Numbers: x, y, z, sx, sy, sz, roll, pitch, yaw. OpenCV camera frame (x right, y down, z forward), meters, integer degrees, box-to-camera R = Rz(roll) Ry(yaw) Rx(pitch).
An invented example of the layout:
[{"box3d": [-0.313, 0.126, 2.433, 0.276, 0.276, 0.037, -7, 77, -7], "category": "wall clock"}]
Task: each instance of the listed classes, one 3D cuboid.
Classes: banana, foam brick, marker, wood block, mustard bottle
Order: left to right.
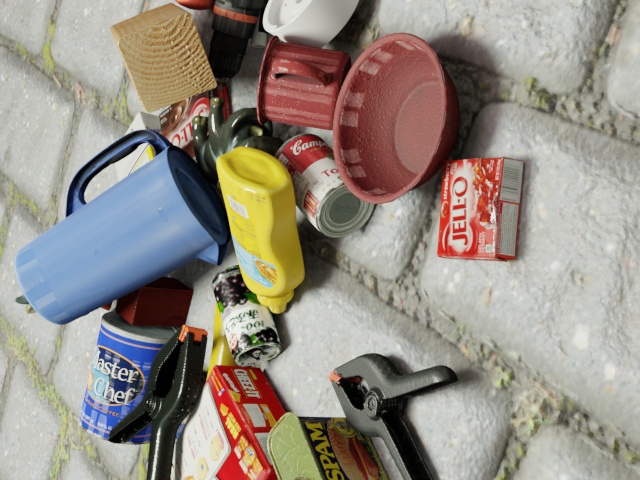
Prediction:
[{"box3d": [-0.210, 0.076, 1.340, 0.051, 0.078, 0.053, 27, 105, 50], "category": "foam brick"}, {"box3d": [-0.193, -0.224, 1.283, 0.206, 0.090, 0.091, -131, 19, -69], "category": "wood block"}, {"box3d": [-0.117, 0.142, 1.238, 0.070, 0.037, 0.198, 20, 100, 52], "category": "banana"}, {"box3d": [-0.067, -0.290, 1.267, 0.020, 0.020, 0.121, 4, 87, 53], "category": "marker"}, {"box3d": [-0.057, 0.001, 1.116, 0.096, 0.058, 0.191, 34, 144, 40], "category": "mustard bottle"}]

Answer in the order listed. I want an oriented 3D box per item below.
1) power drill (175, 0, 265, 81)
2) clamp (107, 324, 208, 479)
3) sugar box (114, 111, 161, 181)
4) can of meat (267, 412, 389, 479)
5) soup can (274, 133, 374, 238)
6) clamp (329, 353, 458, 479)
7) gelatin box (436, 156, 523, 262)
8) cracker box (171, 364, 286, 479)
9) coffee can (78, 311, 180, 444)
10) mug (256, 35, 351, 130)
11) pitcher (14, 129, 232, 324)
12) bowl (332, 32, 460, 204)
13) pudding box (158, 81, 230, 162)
[{"box3d": [-0.120, -0.300, 1.290, 0.188, 0.057, 0.184, 41, 118, 56], "category": "power drill"}, {"box3d": [-0.184, 0.188, 1.216, 0.165, 0.036, 0.210, 32, 104, 55], "category": "clamp"}, {"box3d": [-0.224, -0.077, 1.416, 0.093, 0.048, 0.176, -50, 43, 35], "category": "sugar box"}, {"box3d": [0.008, 0.216, 1.019, 0.058, 0.083, 0.102, -54, 45, 32], "category": "can of meat"}, {"box3d": [0.002, -0.056, 1.092, 0.102, 0.068, 0.069, 49, 122, 45], "category": "soup can"}, {"box3d": [0.067, 0.145, 0.992, 0.172, 0.039, 0.120, 36, 111, 50], "category": "clamp"}, {"box3d": [0.138, -0.027, 0.936, 0.073, 0.030, 0.089, 1, 84, 53], "category": "gelatin box"}, {"box3d": [-0.100, 0.269, 1.165, 0.164, 0.072, 0.214, 53, 126, 45], "category": "cracker box"}, {"box3d": [-0.239, 0.171, 1.340, 0.103, 0.102, 0.140, 26, 105, 52], "category": "coffee can"}, {"box3d": [-0.016, -0.161, 1.086, 0.117, 0.081, 0.093, 58, -137, -79], "category": "mug"}, {"box3d": [-0.241, -0.009, 1.265, 0.243, 0.145, 0.149, -29, 40, 12], "category": "pitcher"}, {"box3d": [0.081, -0.111, 1.007, 0.162, 0.055, 0.162, -13, 73, 51], "category": "bowl"}, {"box3d": [-0.157, -0.139, 1.341, 0.114, 0.039, 0.090, -30, 60, 46], "category": "pudding box"}]
